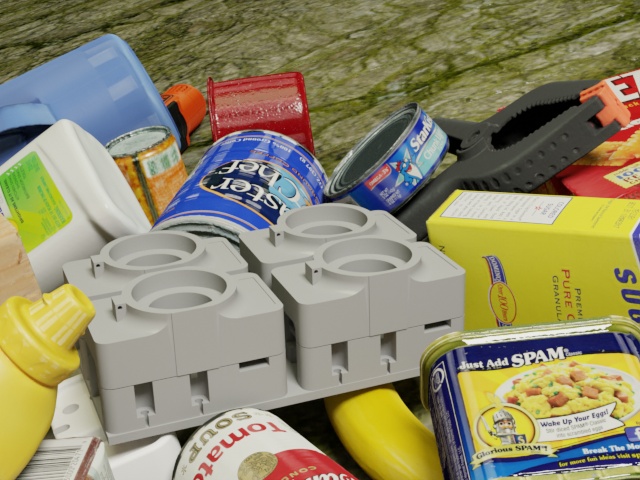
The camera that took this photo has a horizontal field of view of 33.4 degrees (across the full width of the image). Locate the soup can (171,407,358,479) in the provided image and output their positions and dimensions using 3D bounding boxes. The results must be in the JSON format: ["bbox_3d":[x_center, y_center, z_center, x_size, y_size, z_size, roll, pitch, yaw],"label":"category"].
[{"bbox_3d":[-0.015,0.122,0.469,0.068,0.068,0.102,-26,27,-24],"label":"soup can"}]

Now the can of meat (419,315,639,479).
[{"bbox_3d":[0.099,0.084,0.454,0.102,0.057,0.084,-6,40,-1],"label":"can of meat"}]

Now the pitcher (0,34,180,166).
[{"bbox_3d":[-0.234,-0.058,0.809,0.242,0.145,0.149,-31,35,-7],"label":"pitcher"}]

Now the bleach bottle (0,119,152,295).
[{"bbox_3d":[-0.237,0.032,0.710,0.251,0.068,0.103,-37,62,6],"label":"bleach bottle"}]

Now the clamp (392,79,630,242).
[{"bbox_3d":[0.109,-0.059,0.695,0.210,0.036,0.164,-27,25,43],"label":"clamp"}]

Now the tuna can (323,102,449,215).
[{"bbox_3d":[0.044,-0.050,0.706,0.086,0.033,0.086,-43,14,13],"label":"tuna can"}]

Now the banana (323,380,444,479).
[{"bbox_3d":[0.037,0.084,0.555,0.069,0.037,0.198,-14,25,1],"label":"banana"}]

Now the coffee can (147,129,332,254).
[{"bbox_3d":[-0.055,0.001,0.696,0.103,0.103,0.140,-6,26,16],"label":"coffee can"}]

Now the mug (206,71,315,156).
[{"bbox_3d":[-0.048,-0.090,0.910,0.081,0.093,0.117,-8,57,1],"label":"mug"}]

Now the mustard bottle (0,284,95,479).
[{"bbox_3d":[-0.170,0.088,0.449,0.191,0.058,0.096,-41,36,4],"label":"mustard bottle"}]

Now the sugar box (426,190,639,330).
[{"bbox_3d":[0.147,0.027,0.552,0.177,0.093,0.048,6,32,36],"label":"sugar box"}]
